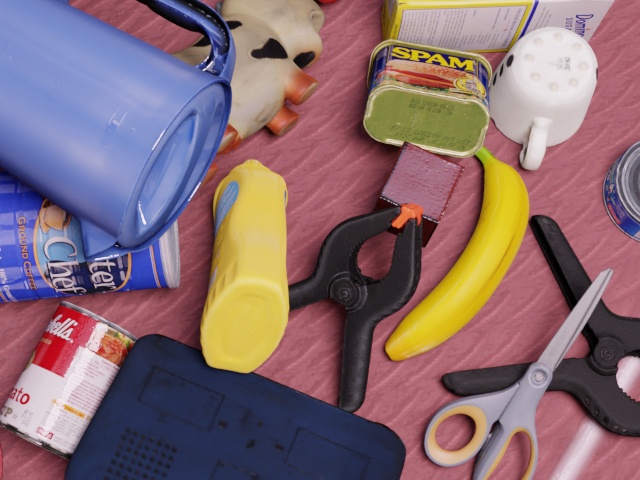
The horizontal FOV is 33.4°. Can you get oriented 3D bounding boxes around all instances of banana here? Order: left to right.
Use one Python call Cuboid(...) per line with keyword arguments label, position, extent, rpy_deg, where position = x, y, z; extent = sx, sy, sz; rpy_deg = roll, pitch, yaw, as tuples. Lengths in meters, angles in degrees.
Cuboid(label="banana", position=(0.119, 0.015, 0.850), extent=(0.070, 0.037, 0.197), rpy_deg=(9, 66, 47))

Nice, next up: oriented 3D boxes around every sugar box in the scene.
Cuboid(label="sugar box", position=(0.142, -0.193, 0.883), extent=(0.176, 0.093, 0.048), rpy_deg=(-5, 75, -4))

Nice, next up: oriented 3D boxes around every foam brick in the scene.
Cuboid(label="foam brick", position=(0.075, -0.035, 0.845), extent=(0.051, 0.078, 0.053), rpy_deg=(24, 77, 4))

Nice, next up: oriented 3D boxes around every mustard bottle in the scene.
Cuboid(label="mustard bottle", position=(-0.055, 0.001, 0.807), extent=(0.058, 0.096, 0.191), rpy_deg=(11, 39, -11))

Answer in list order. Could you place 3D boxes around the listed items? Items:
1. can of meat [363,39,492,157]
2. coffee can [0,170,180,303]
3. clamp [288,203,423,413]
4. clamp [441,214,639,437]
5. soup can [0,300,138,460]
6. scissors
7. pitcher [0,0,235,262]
Cuboid(label="can of meat", position=(0.086, -0.114, 0.856), extent=(0.102, 0.057, 0.084), rpy_deg=(10, 34, 1))
Cuboid(label="coffee can", position=(-0.183, -0.008, 0.816), extent=(0.140, 0.103, 0.103), rpy_deg=(-5, 75, -3))
Cuboid(label="clamp", position=(0.013, 0.036, 0.814), extent=(0.120, 0.039, 0.171), rpy_deg=(29, 105, 6))
Cuboid(label="clamp", position=(0.210, 0.098, 0.833), extent=(0.210, 0.036, 0.164), rpy_deg=(36, 78, 12))
Cuboid(label="soup can", position=(-0.189, 0.106, 0.803), extent=(0.068, 0.068, 0.102), rpy_deg=(25, 75, 5))
Cuboid(label="scissors", position=(0.143, 0.103, 0.805), extent=(0.096, 0.016, 0.202), rpy_deg=(17, 96, 6))
Cuboid(label="pitcher", position=(-0.185, -0.113, 0.725), extent=(0.243, 0.145, 0.149), rpy_deg=(30, 38, 8))
